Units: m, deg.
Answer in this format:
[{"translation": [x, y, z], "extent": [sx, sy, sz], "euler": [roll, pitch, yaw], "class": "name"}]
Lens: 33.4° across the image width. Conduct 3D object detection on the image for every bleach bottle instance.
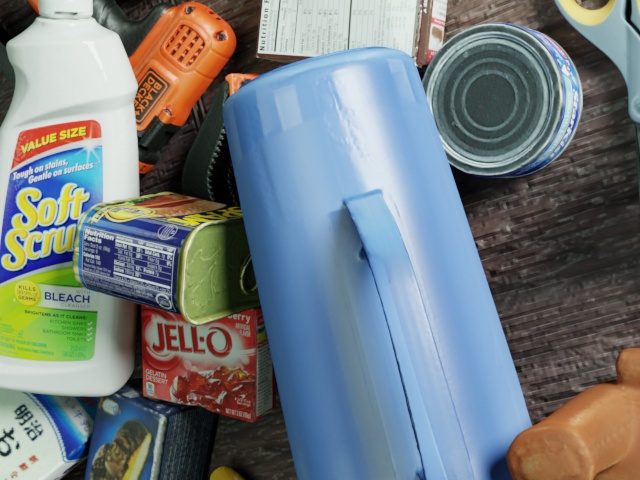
[{"translation": [-0.162, -0.031, 0.654], "extent": [0.102, 0.068, 0.251], "euler": [5, 109, 5], "class": "bleach bottle"}]

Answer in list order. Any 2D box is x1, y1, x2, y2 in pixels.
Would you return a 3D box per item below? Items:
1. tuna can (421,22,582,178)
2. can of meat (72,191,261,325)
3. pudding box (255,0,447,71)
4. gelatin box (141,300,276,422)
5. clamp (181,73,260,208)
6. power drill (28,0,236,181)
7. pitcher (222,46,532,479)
[{"translation": [0.099, -0.077, 0.592], "extent": [0.086, 0.033, 0.086], "euler": [2, 95, 30], "class": "tuna can"}, {"translation": [-0.080, 0.007, 0.620], "extent": [0.084, 0.101, 0.057], "euler": [12, 104, 30], "class": "can of meat"}, {"translation": [0.019, -0.148, 0.632], "extent": [0.114, 0.039, 0.090], "euler": [10, 99, 31], "class": "pudding box"}, {"translation": [-0.071, 0.068, 0.669], "extent": [0.089, 0.030, 0.073], "euler": [9, 105, 29], "class": "gelatin box"}, {"translation": [-0.054, 0.001, 0.685], "extent": [0.165, 0.036, 0.210], "euler": [-4, 95, 30], "class": "clamp"}, {"translation": [-0.174, -0.118, 0.700], "extent": [0.187, 0.057, 0.184], "euler": [40, 102, 0], "class": "power drill"}, {"translation": [0.029, 0.026, 0.562], "extent": [0.149, 0.144, 0.243], "euler": [-16, 88, 42], "class": "pitcher"}]
